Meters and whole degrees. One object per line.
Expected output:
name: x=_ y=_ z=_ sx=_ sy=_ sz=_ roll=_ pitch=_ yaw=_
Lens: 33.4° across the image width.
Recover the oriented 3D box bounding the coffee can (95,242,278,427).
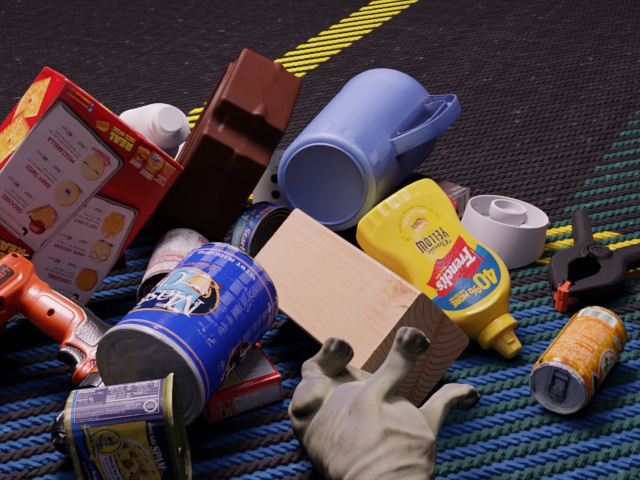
coffee can: x=-0.113 y=0.080 z=0.928 sx=0.103 sy=0.103 sz=0.140 roll=9 pitch=34 yaw=24

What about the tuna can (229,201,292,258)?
tuna can: x=-0.058 y=0.001 z=1.151 sx=0.034 sy=0.086 sz=0.085 roll=19 pitch=35 yaw=39

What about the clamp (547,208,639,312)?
clamp: x=0.284 y=0.018 z=1.122 sx=0.171 sy=0.039 sz=0.120 roll=-27 pitch=34 yaw=-36

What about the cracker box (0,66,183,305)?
cracker box: x=-0.267 y=-0.039 z=1.071 sx=0.213 sy=0.164 sz=0.072 roll=-54 pitch=39 yaw=-2

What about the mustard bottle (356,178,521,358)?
mustard bottle: x=0.126 y=0.035 z=1.029 sx=0.096 sy=0.058 sz=0.192 roll=-32 pitch=69 yaw=-17

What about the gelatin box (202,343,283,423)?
gelatin box: x=-0.084 y=0.124 z=0.982 sx=0.073 sy=0.030 sz=0.089 roll=-16 pitch=30 yaw=-18

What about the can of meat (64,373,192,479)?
can of meat: x=-0.151 y=0.161 z=0.846 sx=0.084 sy=0.102 sz=0.057 roll=-7 pitch=29 yaw=-1

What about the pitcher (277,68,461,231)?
pitcher: x=0.051 y=-0.103 z=1.184 sx=0.145 sy=0.149 sz=0.242 roll=29 pitch=28 yaw=6

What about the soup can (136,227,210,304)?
soup can: x=-0.149 y=0.038 z=1.114 sx=0.068 sy=0.068 sz=0.102 roll=-2 pitch=27 yaw=3

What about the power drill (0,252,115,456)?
power drill: x=-0.241 y=0.098 z=0.964 sx=0.188 sy=0.057 sz=0.184 roll=29 pitch=33 yaw=7

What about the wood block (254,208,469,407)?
wood block: x=0.027 y=0.061 z=0.989 sx=0.091 sy=0.090 sz=0.206 roll=-50 pitch=40 yaw=-4

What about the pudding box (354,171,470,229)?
pudding box: x=0.107 y=-0.037 z=1.250 sx=0.113 sy=0.039 sz=0.090 roll=-26 pitch=34 yaw=-36

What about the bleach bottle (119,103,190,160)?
bleach bottle: x=-0.205 y=-0.110 z=1.236 sx=0.102 sy=0.068 sz=0.251 roll=-2 pitch=-7 yaw=-27
